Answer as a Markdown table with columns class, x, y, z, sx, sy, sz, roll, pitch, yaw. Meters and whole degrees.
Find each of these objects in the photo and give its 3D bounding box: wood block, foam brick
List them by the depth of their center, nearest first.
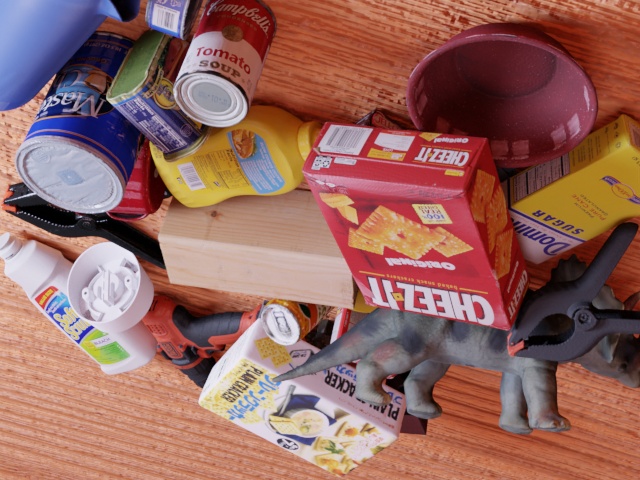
| class | x | y | z | sx | sy | sz | roll | pitch | yaw |
| --- | --- | --- | --- | --- | --- | --- | --- | --- | --- |
| wood block | -0.058 | 0.001 | 1.150 | 0.206 | 0.090 | 0.090 | 8 | 144 | 10 |
| foam brick | 0.113 | 0.205 | 1.383 | 0.053 | 0.078 | 0.051 | -1 | 144 | 21 |

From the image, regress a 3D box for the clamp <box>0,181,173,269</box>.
| class | x | y | z | sx | sy | sz | roll | pitch | yaw |
| --- | --- | --- | --- | --- | --- | --- | --- | --- | --- |
| clamp | -0.256 | -0.037 | 1.215 | 0.210 | 0.036 | 0.165 | 14 | 144 | -6 |

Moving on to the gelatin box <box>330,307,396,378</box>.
| class | x | y | z | sx | sy | sz | roll | pitch | yaw |
| --- | --- | --- | --- | --- | --- | --- | --- | --- | --- |
| gelatin box | 0.059 | 0.115 | 1.282 | 0.089 | 0.073 | 0.030 | 25 | 145 | -16 |

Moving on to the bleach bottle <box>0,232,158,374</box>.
| class | x | y | z | sx | sy | sz | roll | pitch | yaw |
| --- | --- | --- | --- | --- | --- | --- | --- | --- | --- |
| bleach bottle | -0.323 | 0.077 | 1.377 | 0.103 | 0.068 | 0.250 | -17 | 132 | 36 |

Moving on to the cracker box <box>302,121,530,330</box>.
| class | x | y | z | sx | sy | sz | roll | pitch | yaw |
| --- | --- | --- | --- | --- | --- | --- | --- | --- | --- |
| cracker box | 0.094 | -0.010 | 1.005 | 0.164 | 0.072 | 0.213 | 9 | 146 | 30 |

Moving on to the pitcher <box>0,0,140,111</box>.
| class | x | y | z | sx | sy | sz | roll | pitch | yaw |
| --- | --- | --- | --- | --- | --- | --- | --- | --- | --- |
| pitcher | -0.253 | -0.216 | 0.903 | 0.144 | 0.149 | 0.243 | 14 | 152 | -30 |

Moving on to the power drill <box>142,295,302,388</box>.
| class | x | y | z | sx | sy | sz | roll | pitch | yaw |
| --- | --- | --- | --- | --- | --- | --- | --- | --- | --- |
| power drill | -0.121 | 0.138 | 1.390 | 0.188 | 0.057 | 0.184 | -4 | 141 | 24 |

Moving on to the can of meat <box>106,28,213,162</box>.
| class | x | y | z | sx | sy | sz | roll | pitch | yaw |
| --- | --- | --- | --- | --- | --- | --- | --- | --- | --- |
| can of meat | -0.139 | -0.138 | 0.979 | 0.058 | 0.102 | 0.083 | -17 | 133 | 36 |

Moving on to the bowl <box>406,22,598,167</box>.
| class | x | y | z | sx | sy | sz | roll | pitch | yaw |
| --- | --- | --- | --- | --- | --- | --- | --- | --- | --- |
| bowl | 0.157 | -0.134 | 0.916 | 0.162 | 0.055 | 0.162 | 10 | 145 | 7 |

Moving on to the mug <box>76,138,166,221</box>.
| class | x | y | z | sx | sy | sz | roll | pitch | yaw |
| --- | --- | --- | --- | --- | --- | --- | --- | --- | --- |
| mug | -0.208 | -0.062 | 1.118 | 0.081 | 0.093 | 0.117 | 4 | 137 | 7 |

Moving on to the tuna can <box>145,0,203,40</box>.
| class | x | y | z | sx | sy | sz | roll | pitch | yaw |
| --- | --- | --- | --- | --- | --- | --- | --- | --- | --- |
| tuna can | -0.115 | -0.212 | 0.880 | 0.033 | 0.086 | 0.086 | 18 | 145 | -3 |

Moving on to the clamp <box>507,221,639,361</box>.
| class | x | y | z | sx | sy | sz | roll | pitch | yaw |
| --- | --- | --- | --- | --- | --- | --- | --- | --- | --- |
| clamp | 0.253 | 0.057 | 1.022 | 0.172 | 0.039 | 0.120 | -20 | 97 | 14 |

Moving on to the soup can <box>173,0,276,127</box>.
| class | x | y | z | sx | sy | sz | roll | pitch | yaw |
| --- | --- | --- | --- | --- | --- | --- | --- | --- | --- |
| soup can | -0.082 | -0.158 | 0.929 | 0.068 | 0.102 | 0.068 | 10 | 145 | 7 |

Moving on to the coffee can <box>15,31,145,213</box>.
| class | x | y | z | sx | sy | sz | roll | pitch | yaw |
| --- | --- | --- | --- | --- | --- | --- | --- | --- | --- |
| coffee can | -0.214 | -0.111 | 1.006 | 0.103 | 0.140 | 0.103 | 10 | 145 | 7 |

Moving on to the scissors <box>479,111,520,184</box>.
| class | x | y | z | sx | sy | sz | roll | pitch | yaw |
| --- | --- | --- | --- | --- | --- | --- | --- | --- | --- |
| scissors | 0.196 | -0.063 | 1.036 | 0.201 | 0.016 | 0.096 | 32 | 141 | -23 |

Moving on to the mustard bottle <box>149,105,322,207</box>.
| class | x | y | z | sx | sy | sz | roll | pitch | yaw |
| --- | --- | --- | --- | --- | --- | --- | --- | --- | --- |
| mustard bottle | -0.069 | -0.087 | 1.059 | 0.192 | 0.058 | 0.096 | -7 | 128 | 27 |

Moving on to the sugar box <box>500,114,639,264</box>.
| class | x | y | z | sx | sy | sz | roll | pitch | yaw |
| --- | --- | --- | --- | --- | --- | --- | --- | --- | --- |
| sugar box | 0.242 | -0.043 | 1.005 | 0.093 | 0.048 | 0.177 | 31 | 135 | -29 |
